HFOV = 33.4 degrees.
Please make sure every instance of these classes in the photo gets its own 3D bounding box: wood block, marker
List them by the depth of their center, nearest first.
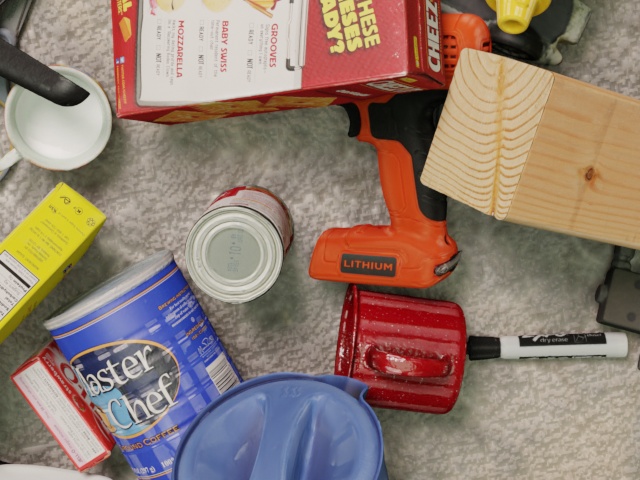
[{"bbox_3d":[0.182,-0.050,0.687,0.205,0.090,0.091,11,103,-33],"label":"wood block"},{"bbox_3d":[0.166,0.079,0.793,0.121,0.020,0.020,-2,100,2],"label":"marker"}]

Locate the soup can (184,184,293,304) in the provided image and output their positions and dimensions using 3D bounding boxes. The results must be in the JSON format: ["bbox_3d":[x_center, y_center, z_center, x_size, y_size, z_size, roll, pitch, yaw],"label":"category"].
[{"bbox_3d":[-0.055,0.001,0.745,0.068,0.102,0.068,0,100,2],"label":"soup can"}]

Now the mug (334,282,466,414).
[{"bbox_3d":[0.057,0.080,0.751,0.081,0.117,0.093,7,89,-4],"label":"mug"}]

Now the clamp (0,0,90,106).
[{"bbox_3d":[-0.239,-0.143,0.728,0.210,0.036,0.164,-16,66,17],"label":"clamp"}]

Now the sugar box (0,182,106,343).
[{"bbox_3d":[-0.223,0.044,0.725,0.048,0.093,0.176,39,68,-6],"label":"sugar box"}]

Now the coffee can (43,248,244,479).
[{"bbox_3d":[-0.118,0.091,0.763,0.103,0.103,0.140,-28,98,6],"label":"coffee can"}]

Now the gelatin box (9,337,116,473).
[{"bbox_3d":[-0.181,0.117,0.785,0.030,0.073,0.089,-34,97,7],"label":"gelatin box"}]

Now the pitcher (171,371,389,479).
[{"bbox_3d":[-0.012,0.220,0.721,0.149,0.145,0.243,-15,131,1],"label":"pitcher"}]

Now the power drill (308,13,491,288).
[{"bbox_3d":[0.026,-0.065,0.739,0.185,0.057,0.188,5,108,26],"label":"power drill"}]

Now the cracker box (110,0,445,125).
[{"bbox_3d":[-0.033,-0.167,0.681,0.214,0.072,0.164,-4,89,28],"label":"cracker box"}]

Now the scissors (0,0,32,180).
[{"bbox_3d":[-0.249,-0.139,0.770,0.096,0.016,0.202,9,100,-2],"label":"scissors"}]
